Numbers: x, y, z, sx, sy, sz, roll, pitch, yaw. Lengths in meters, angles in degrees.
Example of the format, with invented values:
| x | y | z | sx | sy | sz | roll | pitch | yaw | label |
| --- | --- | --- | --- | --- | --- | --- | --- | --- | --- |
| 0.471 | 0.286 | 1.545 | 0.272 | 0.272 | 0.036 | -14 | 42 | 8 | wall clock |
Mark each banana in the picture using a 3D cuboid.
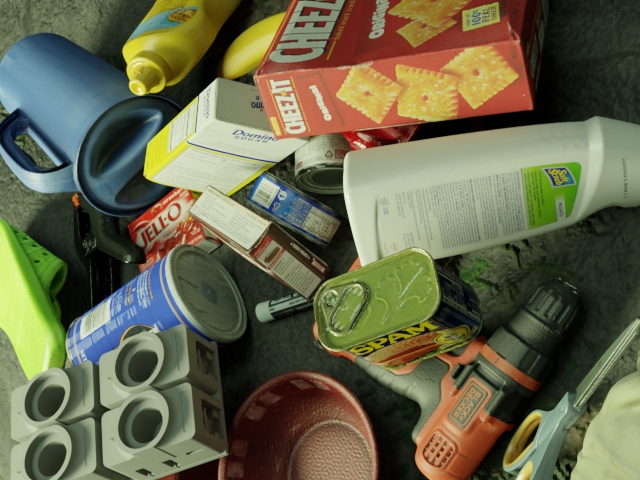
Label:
| x | y | z | sx | sy | sz | roll | pitch | yaw | label |
| --- | --- | --- | --- | --- | --- | --- | --- | --- | --- |
| -0.027 | -0.193 | 1.046 | 0.198 | 0.037 | 0.069 | 6 | 83 | 38 | banana |

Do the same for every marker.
| x | y | z | sx | sy | sz | roll | pitch | yaw | label |
| --- | --- | --- | --- | --- | --- | --- | --- | --- | --- |
| -0.006 | 0.050 | 0.961 | 0.121 | 0.020 | 0.020 | -20 | 64 | 30 | marker |

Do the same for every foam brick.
| x | y | z | sx | sy | sz | roll | pitch | yaw | label |
| --- | --- | --- | --- | --- | --- | --- | --- | --- | --- |
| -0.116 | 0.193 | 0.957 | 0.051 | 0.078 | 0.053 | 6 | 76 | 38 | foam brick |

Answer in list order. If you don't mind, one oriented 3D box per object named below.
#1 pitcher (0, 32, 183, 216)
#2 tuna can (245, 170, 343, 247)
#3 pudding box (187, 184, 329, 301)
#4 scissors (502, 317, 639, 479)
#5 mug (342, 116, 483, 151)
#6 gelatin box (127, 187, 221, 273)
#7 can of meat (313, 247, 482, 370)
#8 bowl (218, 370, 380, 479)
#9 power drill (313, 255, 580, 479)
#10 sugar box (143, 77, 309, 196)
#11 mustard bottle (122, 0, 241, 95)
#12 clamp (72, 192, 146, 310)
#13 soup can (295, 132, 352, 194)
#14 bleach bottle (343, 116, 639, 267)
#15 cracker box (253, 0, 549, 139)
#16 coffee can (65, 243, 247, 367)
| x | y | z | sx | sy | sz | roll | pitch | yaw | label |
| --- | --- | --- | --- | --- | --- | --- | --- | --- | --- |
| -0.259 | -0.131 | 1.134 | 0.243 | 0.149 | 0.145 | 37 | 98 | 42 | pitcher |
| -0.023 | -0.028 | 0.958 | 0.086 | 0.086 | 0.034 | 31 | 93 | 39 | tuna can |
| -0.056 | 0.001 | 0.957 | 0.114 | 0.090 | 0.039 | 27 | 81 | 49 | pudding box |
| 0.164 | 0.133 | 0.722 | 0.016 | 0.202 | 0.096 | 20 | 60 | -3 | scissors |
| 0.068 | -0.086 | 0.896 | 0.082 | 0.117 | 0.093 | 39 | 123 | 43 | mug |
| -0.149 | -0.006 | 1.079 | 0.089 | 0.030 | 0.073 | -34 | 57 | 22 | gelatin box |
| 0.060 | 0.055 | 0.798 | 0.102 | 0.083 | 0.057 | -23 | 61 | 25 | can of meat |
| -0.007 | 0.192 | 0.890 | 0.162 | 0.055 | 0.162 | -12 | 68 | 33 | bowl |
| 0.095 | 0.075 | 0.855 | 0.188 | 0.057 | 0.184 | 38 | 95 | 39 | power drill |
| -0.089 | -0.091 | 0.980 | 0.177 | 0.093 | 0.048 | -30 | 54 | 56 | sugar box |
| -0.146 | -0.208 | 1.072 | 0.096 | 0.058 | 0.191 | -9 | 38 | 29 | mustard bottle |
| -0.223 | 0.003 | 1.108 | 0.120 | 0.039 | 0.171 | -48 | 49 | 34 | clamp |
| 0.010 | -0.101 | 0.970 | 0.069 | 0.068 | 0.102 | -13 | 68 | 33 | soup can |
| 0.149 | -0.038 | 0.816 | 0.251 | 0.102 | 0.068 | -8 | 41 | 10 | bleach bottle |
| 0.071 | -0.165 | 0.870 | 0.214 | 0.072 | 0.164 | -4 | 39 | 21 | cracker box |
| -0.154 | 0.082 | 1.006 | 0.140 | 0.102 | 0.103 | -34 | 57 | 23 | coffee can |
